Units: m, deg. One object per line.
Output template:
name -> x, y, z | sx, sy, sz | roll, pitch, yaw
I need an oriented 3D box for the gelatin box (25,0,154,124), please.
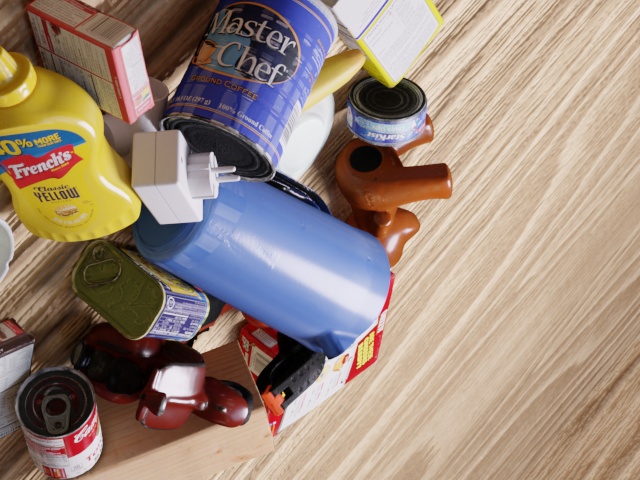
gelatin box -> -0.166, -0.134, 0.771 | 0.030, 0.089, 0.073 | -47, 153, -30

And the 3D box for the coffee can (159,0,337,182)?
coffee can -> -0.058, -0.134, 0.881 | 0.140, 0.103, 0.102 | -67, 156, -17

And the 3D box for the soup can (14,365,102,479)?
soup can -> -0.233, 0.165, 0.958 | 0.068, 0.068, 0.102 | -39, 158, -27

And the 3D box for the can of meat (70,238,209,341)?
can of meat -> -0.162, 0.048, 0.971 | 0.057, 0.102, 0.083 | -58, 154, 6

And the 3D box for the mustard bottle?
mustard bottle -> -0.204, -0.073, 0.787 | 0.191, 0.096, 0.058 | 73, 13, -55

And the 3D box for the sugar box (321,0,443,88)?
sugar box -> 0.057, -0.231, 1.055 | 0.093, 0.048, 0.176 | -53, 149, -2

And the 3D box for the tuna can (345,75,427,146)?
tuna can -> 0.070, -0.140, 1.133 | 0.086, 0.086, 0.034 | -35, 145, -32

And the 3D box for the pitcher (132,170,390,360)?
pitcher -> -0.057, 0.001, 1.016 | 0.242, 0.149, 0.145 | 30, 89, -42

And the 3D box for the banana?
banana -> -0.038, -0.127, 1.010 | 0.197, 0.070, 0.037 | -37, 107, -34

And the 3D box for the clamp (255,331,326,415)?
clamp -> -0.028, 0.124, 1.131 | 0.120, 0.039, 0.171 | -29, -168, 42

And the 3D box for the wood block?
wood block -> -0.160, 0.190, 1.060 | 0.206, 0.091, 0.090 | -20, 143, -9

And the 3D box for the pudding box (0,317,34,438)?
pudding box -> -0.298, 0.132, 0.922 | 0.089, 0.039, 0.114 | -26, 144, -46

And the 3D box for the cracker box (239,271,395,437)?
cracker box -> -0.010, 0.130, 1.327 | 0.213, 0.072, 0.164 | -32, 146, -37
